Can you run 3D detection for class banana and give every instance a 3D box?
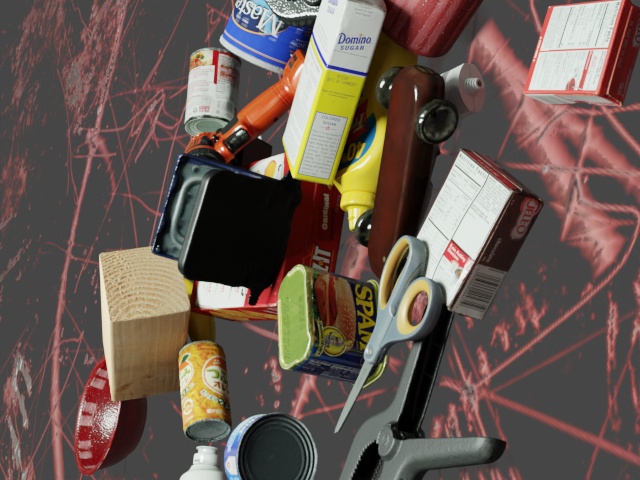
[{"bbox_3d":[-0.168,0.087,1.334,0.070,0.037,0.198,-65,30,17],"label":"banana"}]

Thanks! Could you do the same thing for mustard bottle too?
[{"bbox_3d":[0.048,-0.101,1.022,0.096,0.058,0.191,-17,62,59],"label":"mustard bottle"}]

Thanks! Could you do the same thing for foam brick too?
[{"bbox_3d":[-0.105,-0.095,1.270,0.078,0.051,0.053,-1,74,36],"label":"foam brick"}]

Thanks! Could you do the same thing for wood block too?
[{"bbox_3d":[-0.209,0.101,1.258,0.206,0.090,0.091,105,153,-56],"label":"wood block"}]

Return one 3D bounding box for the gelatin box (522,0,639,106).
[{"bbox_3d":[0.200,-0.140,0.804,0.089,0.030,0.073,15,89,61],"label":"gelatin box"}]

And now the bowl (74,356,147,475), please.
[{"bbox_3d":[-0.276,0.237,1.433,0.162,0.055,0.162,-35,47,49],"label":"bowl"}]

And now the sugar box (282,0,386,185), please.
[{"bbox_3d":[0.011,-0.150,0.986,0.093,0.048,0.176,-106,31,-58],"label":"sugar box"}]

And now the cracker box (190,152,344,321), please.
[{"bbox_3d":[-0.058,0.001,1.147,0.214,0.072,0.164,-9,70,58],"label":"cracker box"}]

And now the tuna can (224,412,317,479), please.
[{"bbox_3d":[-0.048,0.207,1.014,0.034,0.086,0.086,-19,60,58],"label":"tuna can"}]

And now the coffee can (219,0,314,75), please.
[{"bbox_3d":[-0.041,-0.271,1.217,0.140,0.102,0.103,-65,30,17],"label":"coffee can"}]

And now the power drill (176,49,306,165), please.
[{"bbox_3d":[-0.074,-0.121,1.138,0.188,0.057,0.184,-37,17,8],"label":"power drill"}]

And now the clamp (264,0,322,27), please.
[{"bbox_3d":[0.009,-0.266,1.120,0.172,0.039,0.120,29,93,19],"label":"clamp"}]

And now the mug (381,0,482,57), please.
[{"bbox_3d":[0.103,-0.226,0.968,0.082,0.093,0.117,-57,2,38],"label":"mug"}]

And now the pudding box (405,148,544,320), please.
[{"bbox_3d":[0.123,-0.007,0.866,0.114,0.039,0.090,-63,30,17],"label":"pudding box"}]

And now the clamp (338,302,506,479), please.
[{"bbox_3d":[0.069,0.157,0.882,0.210,0.036,0.164,-51,31,36],"label":"clamp"}]

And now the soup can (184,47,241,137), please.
[{"bbox_3d":[-0.140,-0.189,1.388,0.069,0.068,0.102,-28,53,53],"label":"soup can"}]

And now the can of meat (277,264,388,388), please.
[{"bbox_3d":[0.009,0.078,0.977,0.058,0.083,0.102,-41,43,45],"label":"can of meat"}]

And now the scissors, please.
[{"bbox_3d":[0.056,0.096,0.895,0.096,0.016,0.202,44,122,60],"label":"scissors"}]
